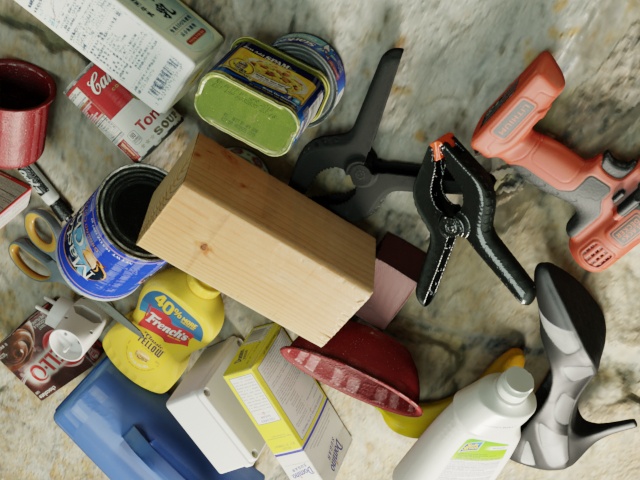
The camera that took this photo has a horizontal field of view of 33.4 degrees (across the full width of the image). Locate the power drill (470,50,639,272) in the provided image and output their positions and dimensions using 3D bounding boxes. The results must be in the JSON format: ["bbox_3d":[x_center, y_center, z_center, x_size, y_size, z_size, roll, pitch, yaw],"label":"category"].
[{"bbox_3d":[0.242,-0.078,0.934,0.187,0.057,0.185,39,125,-5],"label":"power drill"}]

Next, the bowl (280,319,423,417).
[{"bbox_3d":[0.041,0.125,1.107,0.162,0.055,0.162,23,165,7],"label":"bowl"}]

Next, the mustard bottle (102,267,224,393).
[{"bbox_3d":[-0.161,0.085,1.184,0.096,0.058,0.192,42,125,-1],"label":"mustard bottle"}]

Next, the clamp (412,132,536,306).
[{"bbox_3d":[0.121,-0.011,0.987,0.120,0.039,0.171,-15,100,31],"label":"clamp"}]

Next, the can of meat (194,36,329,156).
[{"bbox_3d":[-0.053,-0.129,0.955,0.102,0.083,0.057,28,125,3],"label":"can of meat"}]

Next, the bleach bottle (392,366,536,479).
[{"bbox_3d":[0.157,0.201,1.076,0.102,0.068,0.251,0,144,-19],"label":"bleach bottle"}]

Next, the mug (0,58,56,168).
[{"bbox_3d":[-0.330,-0.135,1.104,0.117,0.093,0.082,45,136,29],"label":"mug"}]

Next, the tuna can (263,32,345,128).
[{"bbox_3d":[-0.020,-0.151,1.003,0.086,0.033,0.086,10,122,15],"label":"tuna can"}]

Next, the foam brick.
[{"bbox_3d":[0.065,0.041,1.076,0.051,0.053,0.078,33,125,-1],"label":"foam brick"}]

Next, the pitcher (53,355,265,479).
[{"bbox_3d":[-0.191,0.248,1.247,0.243,0.144,0.149,44,128,-5],"label":"pitcher"}]

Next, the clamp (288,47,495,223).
[{"bbox_3d":[0.040,-0.082,1.020,0.210,0.036,0.164,-21,113,28],"label":"clamp"}]

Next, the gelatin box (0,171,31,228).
[{"bbox_3d":[-0.371,-0.044,1.165,0.073,0.089,0.030,25,125,4],"label":"gelatin box"}]

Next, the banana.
[{"bbox_3d":[0.140,0.172,1.136,0.198,0.037,0.069,-23,111,30],"label":"banana"}]

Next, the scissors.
[{"bbox_3d":[-0.271,0.031,1.191,0.202,0.016,0.096,23,118,24],"label":"scissors"}]

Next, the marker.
[{"bbox_3d":[-0.313,-0.068,1.172,0.020,0.020,0.121,-28,107,32],"label":"marker"}]

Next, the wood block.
[{"bbox_3d":[-0.057,0.001,1.013,0.206,0.090,0.091,31,123,-17],"label":"wood block"}]

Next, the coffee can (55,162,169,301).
[{"bbox_3d":[-0.202,-0.006,1.091,0.103,0.102,0.141,44,146,-9],"label":"coffee can"}]

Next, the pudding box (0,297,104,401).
[{"bbox_3d":[-0.328,0.132,1.286,0.114,0.039,0.090,-34,104,33],"label":"pudding box"}]

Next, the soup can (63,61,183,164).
[{"bbox_3d":[-0.194,-0.133,1.058,0.102,0.068,0.069,46,124,-10],"label":"soup can"}]

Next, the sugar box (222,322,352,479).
[{"bbox_3d":[-0.033,0.186,1.176,0.048,0.093,0.176,-17,112,29],"label":"sugar box"}]
